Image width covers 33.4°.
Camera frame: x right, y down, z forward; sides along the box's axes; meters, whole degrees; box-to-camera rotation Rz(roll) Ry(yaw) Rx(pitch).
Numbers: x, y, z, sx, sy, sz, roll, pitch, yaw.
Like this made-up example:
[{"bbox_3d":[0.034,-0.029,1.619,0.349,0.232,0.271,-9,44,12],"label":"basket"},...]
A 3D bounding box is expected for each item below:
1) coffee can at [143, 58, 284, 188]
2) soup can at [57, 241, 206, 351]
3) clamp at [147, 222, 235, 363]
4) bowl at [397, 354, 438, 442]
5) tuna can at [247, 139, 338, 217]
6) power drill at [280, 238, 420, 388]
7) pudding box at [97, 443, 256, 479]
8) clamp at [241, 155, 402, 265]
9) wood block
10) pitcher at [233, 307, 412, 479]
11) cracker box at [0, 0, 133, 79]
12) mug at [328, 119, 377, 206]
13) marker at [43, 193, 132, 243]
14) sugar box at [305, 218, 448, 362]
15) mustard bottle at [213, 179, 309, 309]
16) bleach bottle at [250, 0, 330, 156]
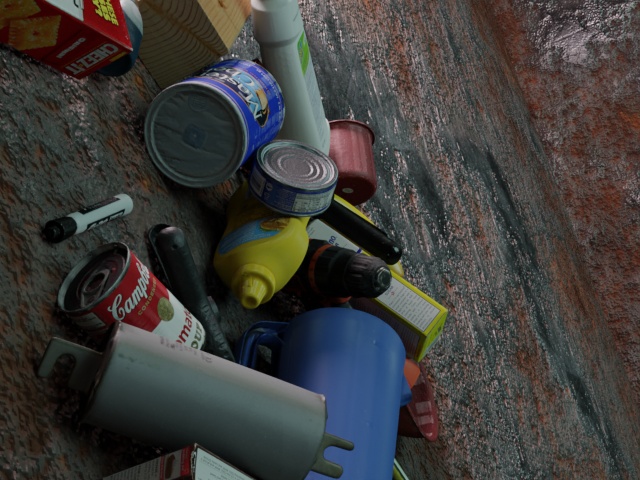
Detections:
[{"bbox_3d":[-0.103,-0.120,1.069,0.103,0.103,0.140,61,21,-10],"label":"coffee can"},{"bbox_3d":[-0.144,0.059,0.826,0.102,0.069,0.068,51,25,-33],"label":"soup can"},{"bbox_3d":[-0.110,0.058,0.927,0.120,0.039,0.171,-128,-160,-73],"label":"clamp"},{"bbox_3d":[0.083,0.165,1.245,0.162,0.055,0.162,-90,155,-54],"label":"bowl"},{"bbox_3d":[-0.026,-0.062,1.047,0.086,0.034,0.086,12,36,-9],"label":"tuna can"},{"bbox_3d":[0.031,0.080,1.098,0.057,0.185,0.187,-44,121,-27],"label":"power drill"},{"bbox_3d":[-0.092,0.194,0.771,0.113,0.090,0.039,41,33,-44],"label":"pudding box"},{"bbox_3d":[0.002,-0.039,1.188,0.210,0.036,0.164,33,3,-12],"label":"clamp"},{"bbox_3d":[-0.136,-0.258,1.160,0.090,0.090,0.206,57,22,-22],"label":"wood block"},{"bbox_3d":[-0.001,0.183,0.966,0.242,0.149,0.145,-82,161,-49],"label":"pitcher"},{"bbox_3d":[-0.260,-0.245,0.881,0.213,0.072,0.164,23,46,-61],"label":"cracker box"},{"bbox_3d":[0.027,-0.089,1.381,0.117,0.093,0.081,101,-15,-59],"label":"mug"},{"bbox_3d":[-0.189,-0.019,0.872,0.020,0.020,0.121,64,21,-4],"label":"marker"},{"bbox_3d":[0.051,0.054,1.154,0.176,0.048,0.093,38,-20,15],"label":"sugar box"},{"bbox_3d":[-0.057,0.002,1.051,0.191,0.096,0.058,-81,147,-55],"label":"mustard bottle"},{"bbox_3d":[-0.038,-0.201,1.228,0.102,0.068,0.251,-88,170,-46],"label":"bleach bottle"}]
